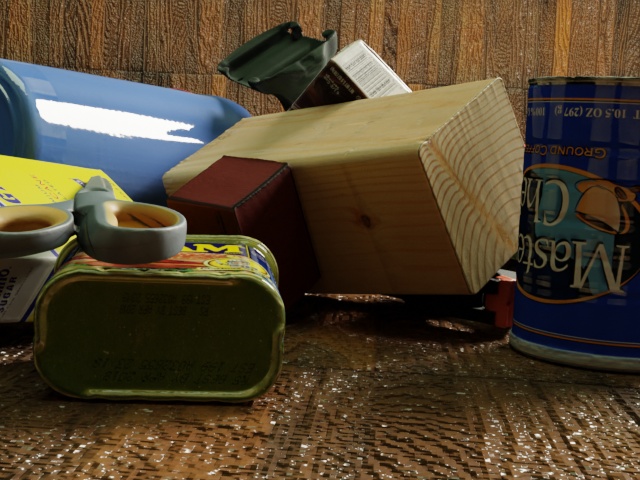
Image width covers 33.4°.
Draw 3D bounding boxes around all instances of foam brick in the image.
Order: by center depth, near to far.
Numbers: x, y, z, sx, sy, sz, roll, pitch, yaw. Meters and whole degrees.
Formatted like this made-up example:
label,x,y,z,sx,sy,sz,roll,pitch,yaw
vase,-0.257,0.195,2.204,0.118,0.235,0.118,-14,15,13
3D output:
label,x,y,z,sx,sy,sz,roll,pitch,yaw
foam brick,-0.041,0.000,0.599,0.053,0.078,0.051,10,37,37

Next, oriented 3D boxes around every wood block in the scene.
label,x,y,z,sx,sy,sz,roll,pitch,yaw
wood block,0.015,-0.026,0.638,0.207,0.091,0.090,-2,30,44

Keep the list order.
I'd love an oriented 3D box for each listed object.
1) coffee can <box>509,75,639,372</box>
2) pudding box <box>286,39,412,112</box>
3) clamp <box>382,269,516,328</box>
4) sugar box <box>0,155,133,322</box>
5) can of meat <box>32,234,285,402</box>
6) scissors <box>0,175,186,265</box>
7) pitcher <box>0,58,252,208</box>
label,x,y,z,sx,sy,sz,roll,pitch,yaw
coffee can,0.154,-0.011,0.552,0.103,0.140,0.103,3,6,0
pudding box,0.033,-0.061,0.695,0.039,0.113,0.090,-40,-1,-38
clamp,0.085,0.027,0.671,0.120,0.039,0.172,-5,11,-27
sugar box,-0.148,-0.003,0.530,0.093,0.048,0.176,41,13,22
can of meat,-0.066,0.031,0.448,0.102,0.057,0.084,2,9,-6
scissors,-0.119,-0.014,0.481,0.096,0.016,0.202,-4,11,-25
pitcher,-0.157,-0.047,0.724,0.145,0.149,0.242,40,16,26
